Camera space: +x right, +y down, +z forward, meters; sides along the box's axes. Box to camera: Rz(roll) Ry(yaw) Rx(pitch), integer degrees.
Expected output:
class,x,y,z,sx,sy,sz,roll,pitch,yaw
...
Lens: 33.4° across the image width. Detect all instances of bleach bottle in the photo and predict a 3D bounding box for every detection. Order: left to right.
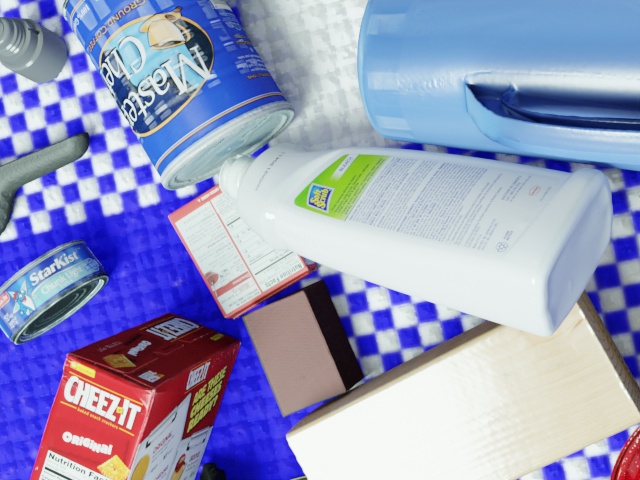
class,x,y,z,sx,sy,sz,roll,pitch,yaw
bleach bottle,0.045,-0.020,0.669,0.251,0.102,0.068,17,144,33

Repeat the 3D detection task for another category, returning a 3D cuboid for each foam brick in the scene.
class,x,y,z,sx,sy,sz,roll,pitch,yaw
foam brick,-0.012,0.075,0.746,0.051,0.053,0.078,-23,87,17

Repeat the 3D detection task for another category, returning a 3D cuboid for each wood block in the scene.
class,x,y,z,sx,sy,sz,roll,pitch,yaw
wood block,0.094,0.113,0.699,0.206,0.090,0.091,-30,86,16

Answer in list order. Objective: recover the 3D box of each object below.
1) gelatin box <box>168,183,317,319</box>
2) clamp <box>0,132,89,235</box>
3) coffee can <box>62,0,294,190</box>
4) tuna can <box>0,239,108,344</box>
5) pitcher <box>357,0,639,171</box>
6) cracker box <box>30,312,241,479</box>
class,x,y,z,sx,sy,sz,roll,pitch,yaw
gelatin box,-0.055,0.001,0.765,0.073,0.030,0.089,-31,85,15
clamp,-0.266,-0.060,0.816,0.172,0.039,0.120,-44,81,15
coffee can,-0.097,-0.120,0.729,0.103,0.102,0.140,-33,85,16
tuna can,-0.198,0.038,0.780,0.086,0.086,0.034,-39,85,15
pitcher,0.145,-0.101,0.627,0.243,0.149,0.145,6,81,26
cracker box,-0.141,0.168,0.734,0.072,0.164,0.214,21,100,11
